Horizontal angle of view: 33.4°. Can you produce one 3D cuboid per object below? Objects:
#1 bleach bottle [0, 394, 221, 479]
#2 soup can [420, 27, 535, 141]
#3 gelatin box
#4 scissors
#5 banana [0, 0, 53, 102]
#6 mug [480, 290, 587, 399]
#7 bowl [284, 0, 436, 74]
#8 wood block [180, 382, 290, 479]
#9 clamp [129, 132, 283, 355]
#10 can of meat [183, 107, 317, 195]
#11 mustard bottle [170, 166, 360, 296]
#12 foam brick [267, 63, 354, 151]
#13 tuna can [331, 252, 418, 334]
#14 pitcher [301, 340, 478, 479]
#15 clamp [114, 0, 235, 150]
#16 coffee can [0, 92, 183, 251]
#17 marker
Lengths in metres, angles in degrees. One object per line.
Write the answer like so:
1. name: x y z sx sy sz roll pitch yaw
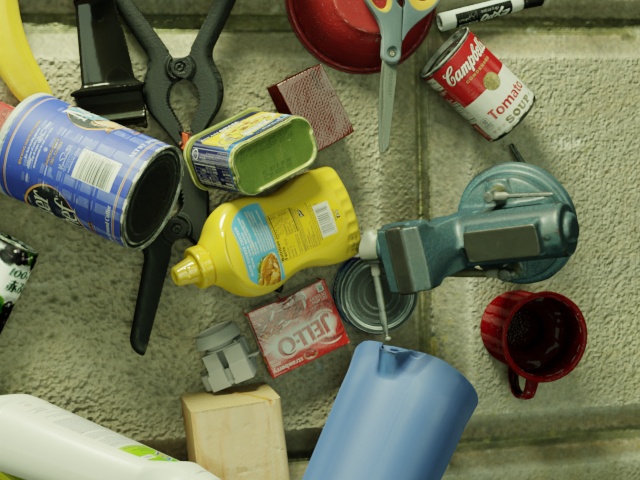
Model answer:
1. bleach bottle: -0.188 0.209 0.970 0.251 0.102 0.068 16 91 18
2. soup can: 0.161 -0.158 1.092 0.102 0.068 0.068 42 84 -12
3. gelatin box: -0.024 0.088 1.086 0.089 0.030 0.073 -23 98 -9
4. scissors: 0.086 -0.193 1.043 0.096 0.016 0.202 -12 96 -12
5. banana: -0.288 -0.214 1.009 0.069 0.037 0.198 -2 94 -10
6. mug: 0.216 0.107 1.112 0.093 0.081 0.117 5 92 -12
7. bowl: 0.048 -0.250 1.070 0.162 0.055 0.162 -1 94 -12
8. wood block: -0.077 0.254 1.054 0.090 0.091 0.206 -7 94 -12
9. clamp: -0.151 -0.002 1.048 0.164 0.036 0.210 -31 98 -18
10. can of meat: -0.065 -0.085 1.023 0.102 0.084 0.057 -31 115 -28
11. mustard bottle: -0.057 0.001 1.034 0.191 0.058 0.096 -23 99 -27
12. foam brick: -0.010 -0.130 1.066 0.053 0.051 0.078 -27 99 -10
13. tuna can: 0.057 0.053 1.099 0.086 0.034 0.086 -1 93 -12
14. pitcher: 0.051 0.232 1.024 0.149 0.145 0.242 34 62 -12
15. clamp: -0.146 -0.174 1.042 0.120 0.039 0.171 5 94 5
16. coffee can: -0.211 -0.063 0.975 0.140 0.102 0.103 23 88 15
17. marker: 0.180 -0.242 1.116 0.121 0.020 0.020 -16 96 -10
